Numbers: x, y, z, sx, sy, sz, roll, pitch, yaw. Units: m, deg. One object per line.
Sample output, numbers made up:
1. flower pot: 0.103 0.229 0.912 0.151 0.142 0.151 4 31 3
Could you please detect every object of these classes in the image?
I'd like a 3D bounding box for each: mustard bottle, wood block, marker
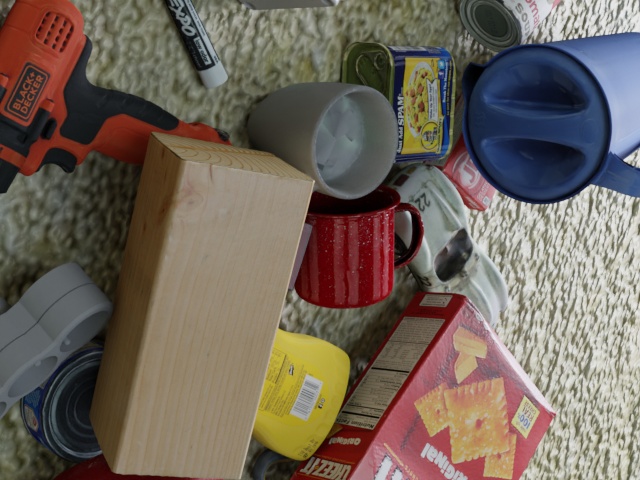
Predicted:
1. mustard bottle: -0.069 0.094 0.816 0.191 0.058 0.096 31 79 -33
2. wood block: -0.083 0.043 0.704 0.090 0.090 0.206 8 103 -24
3. marker: -0.099 -0.165 0.765 0.020 0.020 0.121 -40 123 -26

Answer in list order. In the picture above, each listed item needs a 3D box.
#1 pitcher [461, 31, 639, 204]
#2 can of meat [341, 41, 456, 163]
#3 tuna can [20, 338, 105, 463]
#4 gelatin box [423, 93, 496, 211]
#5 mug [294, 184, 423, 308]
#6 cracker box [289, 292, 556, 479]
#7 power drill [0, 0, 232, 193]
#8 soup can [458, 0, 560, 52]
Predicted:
1. pitcher: 0.248 -0.116 0.956 0.242 0.145 0.149 -23 98 -50
2. can of meat: 0.066 -0.113 0.889 0.083 0.058 0.102 -8 106 -40
3. tuna can: -0.167 0.115 0.763 0.085 0.034 0.086 -10 107 -38
4. gelatin box: 0.141 -0.083 0.975 0.073 0.030 0.089 38 75 -38
5. mug: 0.029 0.002 0.860 0.117 0.093 0.081 -10 112 -21
6. cracker box: 0.094 0.175 0.904 0.164 0.072 0.213 52 59 -25
7. power drill: -0.160 -0.048 0.717 0.187 0.057 0.184 29 85 -41
8. soup can: 0.179 -0.224 0.949 0.102 0.069 0.068 -47 125 -21
